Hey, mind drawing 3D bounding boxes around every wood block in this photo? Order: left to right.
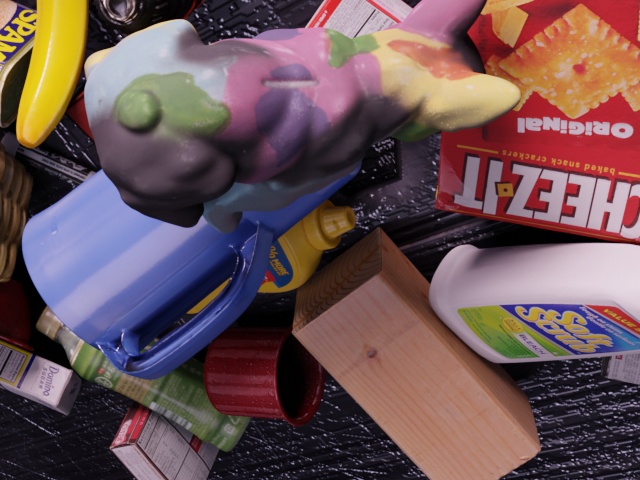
[{"bbox_3d":[0.079,0.104,0.874,0.091,0.090,0.206,-37,107,17],"label":"wood block"}]

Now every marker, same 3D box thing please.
[{"bbox_3d":[-0.218,-0.060,0.922,0.121,0.020,0.020,25,134,-1],"label":"marker"}]

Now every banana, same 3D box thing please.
[{"bbox_3d":[-0.196,-0.168,0.763,0.037,0.069,0.198,10,108,45],"label":"banana"}]

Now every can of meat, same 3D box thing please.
[{"bbox_3d":[-0.253,-0.143,0.807,0.084,0.102,0.057,23,134,4],"label":"can of meat"}]

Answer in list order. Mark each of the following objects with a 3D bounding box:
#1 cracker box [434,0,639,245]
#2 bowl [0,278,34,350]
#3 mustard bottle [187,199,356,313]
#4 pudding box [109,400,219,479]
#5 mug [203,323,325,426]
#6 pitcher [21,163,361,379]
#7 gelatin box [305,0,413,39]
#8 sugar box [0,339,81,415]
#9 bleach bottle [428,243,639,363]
[{"bbox_3d":[0.166,-0.103,0.698,0.164,0.072,0.214,11,133,12],"label":"cracker box"},{"bbox_3d":[-0.336,0.048,1.009,0.162,0.055,0.162,22,169,4],"label":"bowl"},{"bbox_3d":[-0.056,0.001,0.886,0.192,0.058,0.096,-14,115,30],"label":"mustard bottle"},{"bbox_3d":[-0.155,0.210,1.086,0.039,0.090,0.113,-16,123,31],"label":"pudding box"},{"bbox_3d":[-0.046,0.122,0.978,0.082,0.093,0.117,-2,165,28],"label":"mug"},{"bbox_3d":[-0.089,-0.020,0.787,0.243,0.145,0.149,-35,99,19],"label":"pitcher"},{"bbox_3d":[0.036,-0.137,0.748,0.089,0.030,0.073,33,132,-9],"label":"gelatin box"},{"bbox_3d":[-0.334,0.122,1.088,0.176,0.048,0.093,21,164,0],"label":"sugar box"},{"bbox_3d":[0.194,0.039,0.757,0.102,0.068,0.251,43,152,-21],"label":"bleach bottle"}]
